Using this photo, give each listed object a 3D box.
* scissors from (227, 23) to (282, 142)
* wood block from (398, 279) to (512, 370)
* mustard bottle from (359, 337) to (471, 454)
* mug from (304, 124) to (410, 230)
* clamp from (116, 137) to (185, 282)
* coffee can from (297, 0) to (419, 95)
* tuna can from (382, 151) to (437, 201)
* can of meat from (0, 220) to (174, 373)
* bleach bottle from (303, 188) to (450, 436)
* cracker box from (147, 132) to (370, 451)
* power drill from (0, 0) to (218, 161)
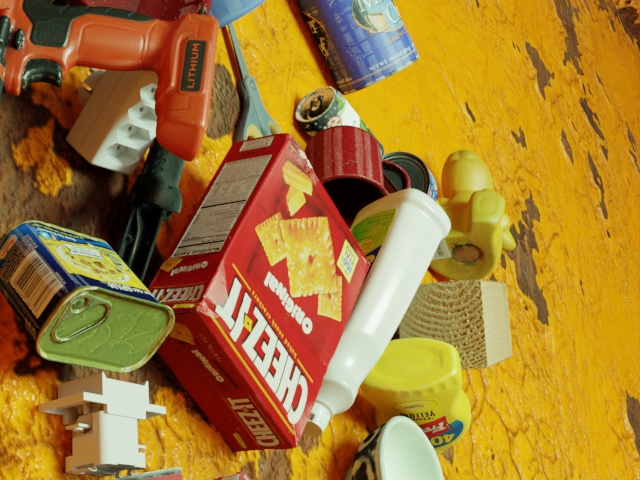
[{"bbox_3d":[-0.077,-0.142,1.053,0.202,0.016,0.096,66,28,-6],"label":"scissors"},{"bbox_3d":[0.150,0.092,1.165,0.206,0.090,0.091,9,75,-73],"label":"wood block"},{"bbox_3d":[0.100,0.167,1.066,0.191,0.096,0.058,69,16,-53],"label":"mustard bottle"},{"bbox_3d":[0.036,-0.064,1.107,0.093,0.117,0.081,98,-7,-49],"label":"mug"},{"bbox_3d":[-0.124,-0.036,0.808,0.039,0.120,0.171,24,42,-20],"label":"clamp"},{"bbox_3d":[0.040,-0.255,1.246,0.140,0.103,0.102,63,28,-12],"label":"coffee can"},{"bbox_3d":[0.089,-0.056,1.215,0.033,0.086,0.086,43,37,-59],"label":"tuna can"},{"bbox_3d":[-0.160,0.036,0.706,0.084,0.057,0.102,43,12,33],"label":"can of meat"},{"bbox_3d":[0.038,0.069,0.994,0.068,0.103,0.250,42,51,-22],"label":"bleach bottle"},{"bbox_3d":[-0.046,0.040,0.883,0.164,0.072,0.213,58,38,-32],"label":"cracker box"},{"bbox_3d":[-0.169,-0.111,0.727,0.187,0.057,0.184,12,64,-14],"label":"power drill"}]
